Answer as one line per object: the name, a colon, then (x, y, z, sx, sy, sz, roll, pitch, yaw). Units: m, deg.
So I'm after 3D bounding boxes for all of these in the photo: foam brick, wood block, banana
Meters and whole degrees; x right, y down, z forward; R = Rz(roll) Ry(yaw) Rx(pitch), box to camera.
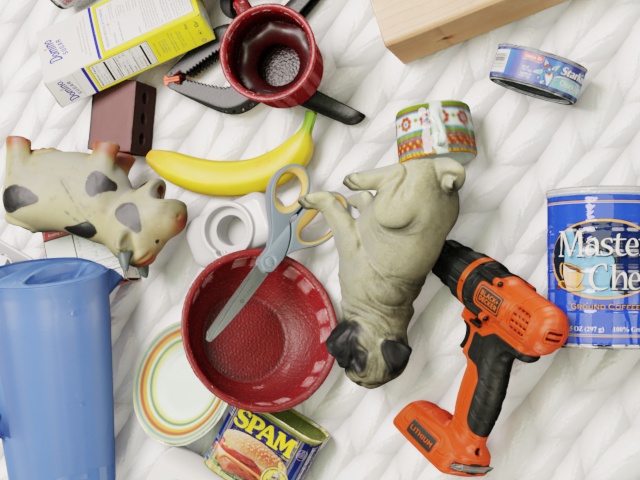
foam brick: (-0.210, -0.130, 1.134, 0.051, 0.053, 0.078, 4, 90, 17)
wood block: (0.153, -0.251, 1.007, 0.206, 0.090, 0.090, -20, 82, 15)
banana: (-0.086, -0.079, 1.100, 0.198, 0.037, 0.069, -12, 85, 19)

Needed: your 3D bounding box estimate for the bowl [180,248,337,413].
bowl: (-0.066, 0.092, 1.053, 0.162, 0.055, 0.162, 6, 73, -21)

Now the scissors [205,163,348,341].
scissors: (-0.057, 0.001, 1.034, 0.201, 0.016, 0.096, -37, 102, -24)

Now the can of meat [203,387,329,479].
can of meat: (-0.056, 0.207, 1.068, 0.102, 0.057, 0.084, 30, 98, 16)

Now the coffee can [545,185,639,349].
coffee can: (0.254, 0.025, 0.955, 0.103, 0.102, 0.140, 0, 87, 17)

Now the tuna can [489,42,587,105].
tuna can: (0.201, -0.154, 0.989, 0.086, 0.086, 0.034, 19, 95, 17)

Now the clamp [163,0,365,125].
clamp: (-0.060, -0.193, 1.098, 0.210, 0.036, 0.164, -3, 86, 14)

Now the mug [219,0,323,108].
mug: (-0.049, -0.183, 1.034, 0.093, 0.081, 0.117, -34, 82, 7)

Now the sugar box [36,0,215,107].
sugar box: (-0.204, -0.212, 1.106, 0.176, 0.048, 0.093, -25, 49, 6)

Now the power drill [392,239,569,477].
power drill: (0.132, 0.107, 0.987, 0.185, 0.057, 0.188, 41, 117, 55)

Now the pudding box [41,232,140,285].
pudding box: (-0.250, 0.000, 1.148, 0.090, 0.039, 0.113, -15, 85, 15)

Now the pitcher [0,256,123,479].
pitcher: (-0.280, 0.144, 1.078, 0.149, 0.145, 0.243, -1, 102, 10)
